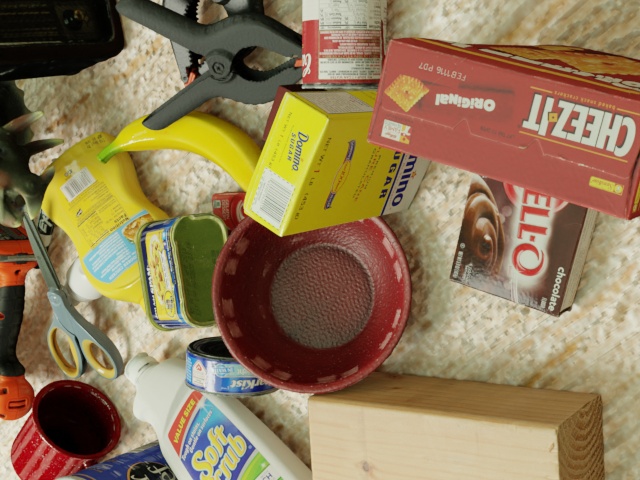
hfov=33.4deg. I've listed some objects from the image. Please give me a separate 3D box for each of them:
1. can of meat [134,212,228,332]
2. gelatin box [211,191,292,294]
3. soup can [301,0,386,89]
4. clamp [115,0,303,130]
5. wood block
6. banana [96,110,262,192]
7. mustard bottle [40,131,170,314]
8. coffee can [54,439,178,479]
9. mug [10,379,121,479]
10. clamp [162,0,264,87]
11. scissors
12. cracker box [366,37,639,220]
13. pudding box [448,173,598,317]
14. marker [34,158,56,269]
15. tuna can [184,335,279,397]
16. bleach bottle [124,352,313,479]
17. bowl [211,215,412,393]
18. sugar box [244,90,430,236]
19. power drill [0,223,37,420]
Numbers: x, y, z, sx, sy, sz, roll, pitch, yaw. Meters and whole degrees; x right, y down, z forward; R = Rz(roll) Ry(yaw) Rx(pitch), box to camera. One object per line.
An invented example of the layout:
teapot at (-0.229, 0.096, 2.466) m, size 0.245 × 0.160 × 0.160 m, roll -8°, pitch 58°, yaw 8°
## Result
can of meat at (-0.117, 0.028, 0.930) m, size 0.084 × 0.057 × 0.102 m, roll -9°, pitch 90°, yaw 61°
gelatin box at (-0.056, 0.001, 0.932) m, size 0.073 × 0.030 × 0.089 m, roll 0°, pitch 98°, yaw 35°
soup can at (0.019, -0.169, 0.831) m, size 0.069 × 0.068 × 0.102 m, roll 6°, pitch 100°, yaw 34°
clamp at (-0.086, -0.142, 0.897) m, size 0.171 × 0.039 × 0.120 m, roll 8°, pitch 129°, yaw 9°
wood block at (0.101, 0.160, 0.812) m, size 0.206 × 0.090 × 0.091 m, roll 1°, pitch 99°, yaw 34°
banana at (-0.108, -0.080, 0.943) m, size 0.198 × 0.037 × 0.069 m, roll 14°, pitch 79°, yaw 33°
mustard bottle at (-0.185, -0.002, 1.001) m, size 0.096 × 0.058 × 0.192 m, roll -37°, pitch 75°, yaw 8°
coffee can at (-0.174, 0.247, 0.985) m, size 0.103 × 0.140 × 0.103 m, roll 6°, pitch 101°, yaw 34°
mug at (-0.252, 0.209, 1.065) m, size 0.117 × 0.093 × 0.082 m, roll 54°, pitch 127°, yaw 21°
clamp at (-0.090, -0.226, 0.895) m, size 0.164 × 0.036 × 0.210 m, roll 32°, pitch 125°, yaw 6°
scissors at (-0.237, 0.065, 1.034) m, size 0.096 × 0.016 × 0.202 m, roll 20°, pitch 132°, yaw 18°
cracker box at (0.157, -0.078, 0.660) m, size 0.164 × 0.213 × 0.072 m, roll 20°, pitch 108°, yaw 31°
pudding box at (0.152, -0.011, 0.781) m, size 0.090 × 0.039 × 0.113 m, roll 19°, pitch 108°, yaw 31°
marker at (-0.278, -0.026, 1.089) m, size 0.020 × 0.020 × 0.121 m, roll 30°, pitch 114°, yaw 28°
tuna can at (-0.075, 0.108, 0.929) m, size 0.086 × 0.085 × 0.034 m, roll 8°, pitch 100°, yaw 34°
bleach bottle at (-0.093, 0.196, 0.958) m, size 0.251 × 0.068 × 0.102 m, roll 40°, pitch 89°, yaw 25°
bowl at (-0.004, 0.043, 0.865) m, size 0.162 × 0.055 × 0.162 m, roll -1°, pitch 82°, yaw 10°
sugar box at (0.024, -0.060, 0.778) m, size 0.048 × 0.175 × 0.093 m, roll 36°, pitch 116°, yaw 27°
power drill at (-0.344, 0.072, 1.112) m, size 0.185 × 0.057 × 0.188 m, roll 25°, pitch 113°, yaw 47°
